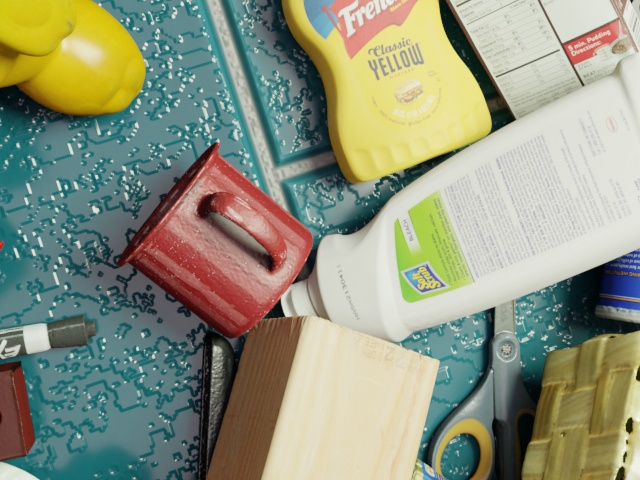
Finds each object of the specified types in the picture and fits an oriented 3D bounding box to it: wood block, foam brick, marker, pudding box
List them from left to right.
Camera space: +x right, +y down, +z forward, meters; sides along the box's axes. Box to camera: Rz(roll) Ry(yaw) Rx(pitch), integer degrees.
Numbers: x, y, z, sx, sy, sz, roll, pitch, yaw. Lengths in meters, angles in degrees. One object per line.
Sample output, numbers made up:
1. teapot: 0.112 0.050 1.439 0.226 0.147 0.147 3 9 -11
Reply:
1. foam brick: -0.212 0.104 0.624 0.078 0.051 0.053 -10 92 -8
2. marker: -0.196 0.063 0.642 0.121 0.020 0.020 -10 92 -8
3. wood block: -0.014 0.155 0.607 0.090 0.091 0.206 21 76 -22
4. pudding box: 0.139 -0.130 0.645 0.090 0.039 0.113 -21 111 32

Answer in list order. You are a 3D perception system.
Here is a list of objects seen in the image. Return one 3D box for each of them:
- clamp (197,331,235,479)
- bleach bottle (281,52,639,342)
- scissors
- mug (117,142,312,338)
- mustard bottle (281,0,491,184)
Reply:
1. clamp: -0.069 0.172 0.652 0.164 0.036 0.210 -42 98 -12
2. bleach bottle: 0.089 -0.011 0.627 0.251 0.068 0.102 -23 75 19
3. scissors: 0.102 0.082 0.687 0.096 0.016 0.202 -15 92 -8
4. mug: -0.054 0.001 0.617 0.081 0.117 0.093 39 66 -12
5. mustard bottle: 0.029 -0.138 0.654 0.096 0.058 0.191 -21 93 -8
